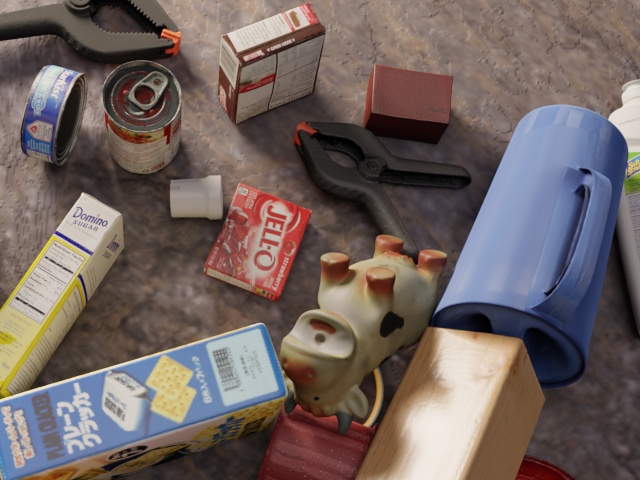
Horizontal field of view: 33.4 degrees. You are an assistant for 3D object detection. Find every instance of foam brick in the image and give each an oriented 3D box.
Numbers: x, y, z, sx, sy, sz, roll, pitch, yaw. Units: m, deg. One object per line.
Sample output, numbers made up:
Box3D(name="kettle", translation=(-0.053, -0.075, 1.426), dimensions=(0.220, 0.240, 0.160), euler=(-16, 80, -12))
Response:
Box3D(name="foam brick", translation=(0.083, -0.130, 1.024), dimensions=(0.078, 0.051, 0.053), euler=(8, 72, -6))

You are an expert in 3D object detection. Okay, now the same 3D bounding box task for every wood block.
Box3D(name="wood block", translation=(0.097, 0.180, 0.853), dimensions=(0.090, 0.090, 0.206), euler=(5, 50, 34))

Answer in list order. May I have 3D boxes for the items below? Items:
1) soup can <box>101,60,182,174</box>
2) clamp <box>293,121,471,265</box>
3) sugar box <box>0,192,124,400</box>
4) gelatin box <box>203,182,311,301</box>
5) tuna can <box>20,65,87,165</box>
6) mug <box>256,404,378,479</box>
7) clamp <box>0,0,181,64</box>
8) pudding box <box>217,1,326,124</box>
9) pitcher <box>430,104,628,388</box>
Box3D(name="soup can", translation=(-0.159, -0.107, 0.953), dimensions=(0.068, 0.102, 0.068), euler=(2, 72, -8))
Box3D(name="clamp", translation=(0.056, -0.065, 1.006), dimensions=(0.171, 0.039, 0.120), euler=(41, 56, 9))
Box3D(name="sugar box", translation=(-0.229, 0.053, 0.897), dimensions=(0.048, 0.093, 0.176), euler=(28, 70, 1))
Box3D(name="gelatin box", translation=(-0.056, 0.001, 0.972), dimensions=(0.073, 0.030, 0.089), euler=(22, 71, -1))
Box3D(name="tuna can", translation=(-0.237, -0.112, 0.952), dimensions=(0.033, 0.086, 0.086), euler=(16, 71, -2))
Box3D(name="mug", translation=(-0.008, 0.195, 0.894), dimensions=(0.081, 0.093, 0.117), euler=(19, 104, 3))
Box3D(name="clamp", translation=(-0.231, -0.234, 1.018), dimensions=(0.210, 0.036, 0.164), euler=(15, 71, -6))
Box3D(name="pudding box", translation=(-0.046, -0.161, 0.982), dimensions=(0.090, 0.113, 0.039), euler=(-25, 75, -16))
Box3D(name="pitcher", translation=(0.200, -0.005, 0.941), dimensions=(0.149, 0.145, 0.242), euler=(3, 55, 33))
